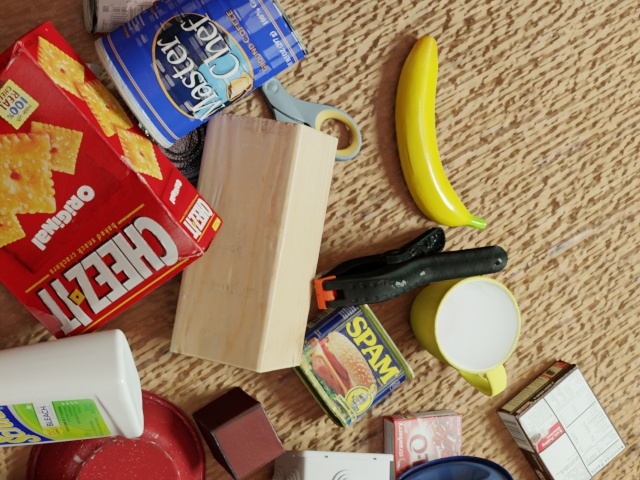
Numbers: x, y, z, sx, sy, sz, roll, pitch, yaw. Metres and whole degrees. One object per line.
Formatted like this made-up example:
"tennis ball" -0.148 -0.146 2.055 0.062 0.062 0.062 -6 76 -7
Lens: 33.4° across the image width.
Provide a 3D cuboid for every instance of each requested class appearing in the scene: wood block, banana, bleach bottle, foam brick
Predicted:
"wood block" -0.057 0.001 0.923 0.090 0.090 0.206 10 92 20
"banana" 0.104 -0.095 1.027 0.069 0.037 0.198 -23 101 -36
"bleach bottle" -0.277 0.134 0.867 0.250 0.102 0.068 -9 53 -4
"foam brick" -0.074 0.171 0.950 0.053 0.078 0.051 -29 102 -14

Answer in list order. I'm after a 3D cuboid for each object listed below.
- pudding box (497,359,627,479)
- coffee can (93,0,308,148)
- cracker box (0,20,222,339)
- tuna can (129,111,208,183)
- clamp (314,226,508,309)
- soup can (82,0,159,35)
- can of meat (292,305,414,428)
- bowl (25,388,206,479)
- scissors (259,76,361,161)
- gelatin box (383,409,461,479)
"pudding box" 0.247 0.193 1.086 0.090 0.039 0.113 -37 106 -15
"coffee can" -0.095 -0.154 0.860 0.140 0.103 0.103 -33 103 3
"cracker box" -0.211 -0.039 0.854 0.164 0.072 0.213 -33 105 23
"tuna can" -0.128 -0.091 0.943 0.086 0.034 0.086 -1 93 -20
"clamp" 0.080 0.027 0.962 0.171 0.120 0.039 -22 103 -29
"soup can" -0.148 -0.208 0.913 0.102 0.069 0.068 -3 93 -19
"can of meat" 0.023 0.112 0.994 0.084 0.057 0.102 -37 103 -12
"bowl" -0.172 0.212 0.929 0.162 0.055 0.162 -1 92 -19
"scissors" -0.026 -0.141 0.985 0.096 0.016 0.202 -21 100 -15
"gelatin box" 0.100 0.213 1.039 0.073 0.030 0.089 -2 93 -19
